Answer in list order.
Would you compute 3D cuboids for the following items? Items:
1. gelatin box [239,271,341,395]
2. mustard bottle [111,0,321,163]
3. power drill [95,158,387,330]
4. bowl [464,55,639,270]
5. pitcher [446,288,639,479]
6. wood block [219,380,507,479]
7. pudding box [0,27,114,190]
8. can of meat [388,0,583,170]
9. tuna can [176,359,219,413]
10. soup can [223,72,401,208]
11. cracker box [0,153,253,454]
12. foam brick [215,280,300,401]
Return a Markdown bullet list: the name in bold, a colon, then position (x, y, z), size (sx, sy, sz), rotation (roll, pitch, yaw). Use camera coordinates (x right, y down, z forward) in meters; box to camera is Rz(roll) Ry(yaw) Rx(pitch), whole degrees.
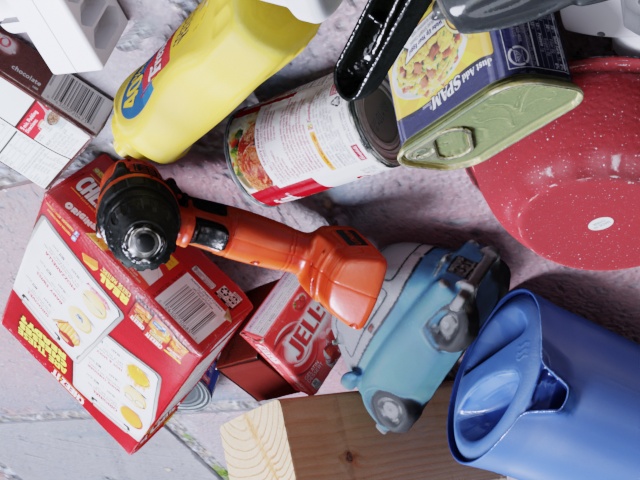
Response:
- **gelatin box**: position (-0.008, 0.061, 0.809), size (0.030, 0.089, 0.073), rotation (12, 149, 49)
- **mustard bottle**: position (-0.073, -0.098, 0.631), size (0.058, 0.096, 0.192), rotation (33, 141, -20)
- **power drill**: position (-0.055, 0.001, 0.694), size (0.187, 0.184, 0.057), rotation (20, 100, -16)
- **bowl**: position (0.158, -0.029, 0.599), size (0.162, 0.055, 0.162), rotation (7, 147, 4)
- **pitcher**: position (0.223, 0.138, 0.797), size (0.242, 0.149, 0.145), rotation (23, 128, -12)
- **wood block**: position (0.037, 0.170, 0.848), size (0.205, 0.091, 0.090), rotation (1, 158, -37)
- **pudding box**: position (-0.214, -0.094, 0.742), size (0.113, 0.039, 0.090), rotation (35, 140, -18)
- **can of meat**: position (0.078, -0.094, 0.553), size (0.057, 0.084, 0.102), rotation (2, 159, -34)
- **tuna can**: position (-0.137, 0.123, 0.988), size (0.086, 0.033, 0.086), rotation (11, 143, 9)
- **soup can**: position (0.000, -0.065, 0.665), size (0.102, 0.068, 0.068), rotation (-16, 132, 36)
- **cracker box**: position (-0.159, 0.057, 0.844), size (0.164, 0.072, 0.214), rotation (45, 143, 6)
- **foam brick**: position (-0.040, 0.081, 0.859), size (0.053, 0.078, 0.051), rotation (-20, 130, 42)
